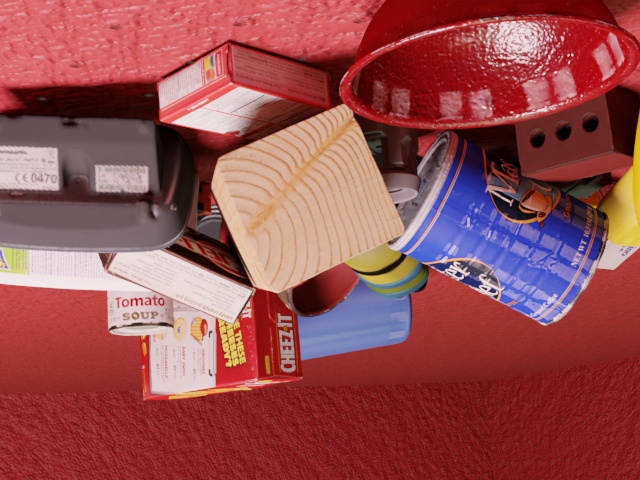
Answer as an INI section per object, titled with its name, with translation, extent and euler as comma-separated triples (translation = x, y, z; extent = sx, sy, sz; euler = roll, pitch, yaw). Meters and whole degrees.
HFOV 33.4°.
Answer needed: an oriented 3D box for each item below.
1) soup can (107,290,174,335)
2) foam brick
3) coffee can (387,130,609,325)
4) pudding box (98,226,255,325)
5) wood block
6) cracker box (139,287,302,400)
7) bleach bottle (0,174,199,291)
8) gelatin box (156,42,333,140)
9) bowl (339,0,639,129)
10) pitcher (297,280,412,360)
[soup can]
translation = -0.185, 0.042, 1.091
extent = 0.068, 0.102, 0.068
euler = -4, 168, -1
[foam brick]
translation = 0.192, -0.077, 0.788
extent = 0.078, 0.053, 0.051
euler = -16, 164, 41
[coffee can]
translation = 0.137, -0.009, 0.837
extent = 0.140, 0.102, 0.103
euler = 27, 163, -6
[pudding box]
translation = -0.113, 0.012, 0.801
extent = 0.113, 0.039, 0.090
euler = 24, -169, -27
[wood block]
translation = -0.018, -0.024, 0.739
extent = 0.090, 0.090, 0.206
euler = -24, -179, -7
[cracker box]
translation = -0.115, 0.082, 1.158
extent = 0.071, 0.164, 0.214
euler = 4, 165, -42
[bleach bottle]
translation = -0.228, -0.013, 0.875
extent = 0.250, 0.102, 0.068
euler = 4, -169, -5
[gelatin box]
translation = -0.048, -0.093, 0.683
extent = 0.089, 0.030, 0.073
euler = 7, 162, -44
[bowl]
translation = 0.088, -0.112, 0.583
extent = 0.162, 0.055, 0.162
euler = -4, 168, -1
[pitcher]
translation = -0.018, 0.080, 1.313
extent = 0.242, 0.149, 0.145
euler = -6, 153, -8
